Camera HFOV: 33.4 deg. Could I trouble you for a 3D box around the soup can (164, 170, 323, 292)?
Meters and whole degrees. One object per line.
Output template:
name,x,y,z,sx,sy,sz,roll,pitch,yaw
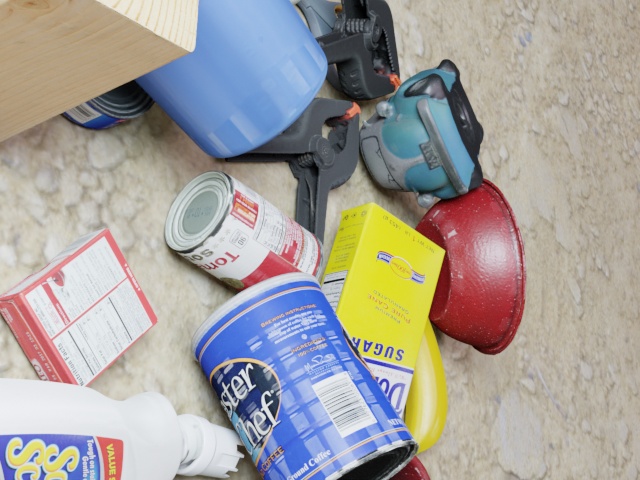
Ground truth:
soup can,-0.055,0.001,0.783,0.102,0.069,0.068,35,52,-39

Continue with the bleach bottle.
bleach bottle,-0.160,0.118,0.600,0.250,0.068,0.102,3,107,-52

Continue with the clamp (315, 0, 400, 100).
clamp,0.032,-0.190,0.905,0.209,0.036,0.164,34,66,-66

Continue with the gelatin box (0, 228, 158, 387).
gelatin box,-0.153,0.045,0.677,0.089,0.030,0.073,-45,114,-48

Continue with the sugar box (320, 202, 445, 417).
sugar box,0.039,0.068,0.868,0.093,0.048,0.176,31,61,-30

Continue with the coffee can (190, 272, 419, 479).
coffee can,-0.012,0.107,0.730,0.102,0.103,0.140,-1,52,-51

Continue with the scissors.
scissors,-0.015,-0.201,0.946,0.201,0.016,0.096,27,58,-44

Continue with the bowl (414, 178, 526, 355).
bowl,0.122,0.025,0.958,0.055,0.162,0.162,-4,79,-18

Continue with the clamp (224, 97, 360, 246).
clamp,-0.016,-0.073,0.883,0.120,0.039,0.171,56,38,-30

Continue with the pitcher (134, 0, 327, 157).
pitcher,-0.095,-0.179,0.682,0.242,0.149,0.145,50,33,-28

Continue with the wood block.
wood block,-0.168,-0.123,0.572,0.090,0.207,0.090,24,59,-44

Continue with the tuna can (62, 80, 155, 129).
tuna can,-0.152,-0.120,0.731,0.086,0.034,0.086,21,62,-46

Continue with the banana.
banana,0.077,0.099,0.939,0.069,0.037,0.198,-5,82,-52
